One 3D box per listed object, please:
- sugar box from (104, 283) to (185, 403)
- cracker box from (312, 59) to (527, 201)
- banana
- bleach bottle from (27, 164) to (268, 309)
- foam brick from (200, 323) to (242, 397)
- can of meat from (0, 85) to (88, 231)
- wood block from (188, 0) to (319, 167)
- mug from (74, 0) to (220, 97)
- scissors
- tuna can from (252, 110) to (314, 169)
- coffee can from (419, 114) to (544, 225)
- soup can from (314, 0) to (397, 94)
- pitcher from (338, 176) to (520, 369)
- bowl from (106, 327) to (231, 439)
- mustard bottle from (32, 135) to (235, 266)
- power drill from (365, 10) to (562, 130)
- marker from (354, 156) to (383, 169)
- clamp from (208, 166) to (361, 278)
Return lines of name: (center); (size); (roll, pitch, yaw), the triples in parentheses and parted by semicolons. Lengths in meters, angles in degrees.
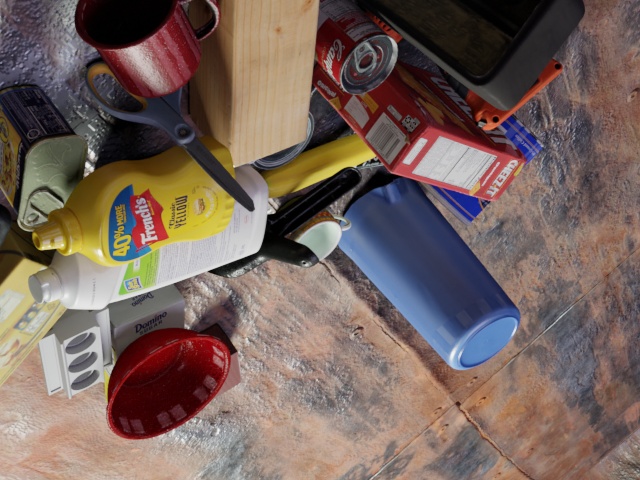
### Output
sugar box: (-0.211, 0.131, 1.273); (0.093, 0.048, 0.176); (-22, 139, -28)
cracker box: (0.111, -0.133, 1.177); (0.213, 0.164, 0.072); (10, 125, -50)
banana: (-0.002, -0.084, 1.215); (0.197, 0.070, 0.037); (-25, 108, -27)
bleach bottle: (-0.168, 0.001, 1.052); (0.250, 0.068, 0.103); (-21, 134, -37)
foam brick: (-0.137, 0.157, 1.372); (0.051, 0.053, 0.078); (-28, 145, -20)
can of meat: (-0.254, -0.074, 0.944); (0.057, 0.084, 0.102); (-14, 139, -36)
wood block: (-0.066, -0.182, 1.003); (0.090, 0.091, 0.206); (-23, 144, -25)
mug: (-0.141, -0.182, 0.919); (0.117, 0.093, 0.081); (-23, 149, 2)
scissors: (-0.118, -0.113, 0.958); (0.096, 0.202, 0.016); (-55, 171, -22)
tuna can: (-0.050, -0.119, 1.148); (0.086, 0.034, 0.086); (-27, 145, -21)
coffee can: (0.200, -0.103, 1.360); (0.140, 0.103, 0.102); (-47, 147, 9)
soup can: (0.020, -0.201, 1.057); (0.068, 0.102, 0.068); (-27, 145, -21)
pitcher: (0.138, 0.049, 1.348); (0.145, 0.243, 0.149); (-51, 146, 18)
bowl: (-0.185, 0.154, 1.231); (0.161, 0.055, 0.162); (-27, 143, -23)
mustard bottle: (-0.168, -0.028, 0.958); (0.191, 0.058, 0.096); (-20, 133, -35)
power drill: (0.164, -0.224, 1.115); (0.184, 0.187, 0.057); (-42, 180, 5)
marker: (0.052, -0.097, 1.294); (0.120, 0.020, 0.020); (-12, 138, -37)
clamp: (-0.058, 0.001, 1.179); (0.210, 0.164, 0.036); (-23, 114, 29)
